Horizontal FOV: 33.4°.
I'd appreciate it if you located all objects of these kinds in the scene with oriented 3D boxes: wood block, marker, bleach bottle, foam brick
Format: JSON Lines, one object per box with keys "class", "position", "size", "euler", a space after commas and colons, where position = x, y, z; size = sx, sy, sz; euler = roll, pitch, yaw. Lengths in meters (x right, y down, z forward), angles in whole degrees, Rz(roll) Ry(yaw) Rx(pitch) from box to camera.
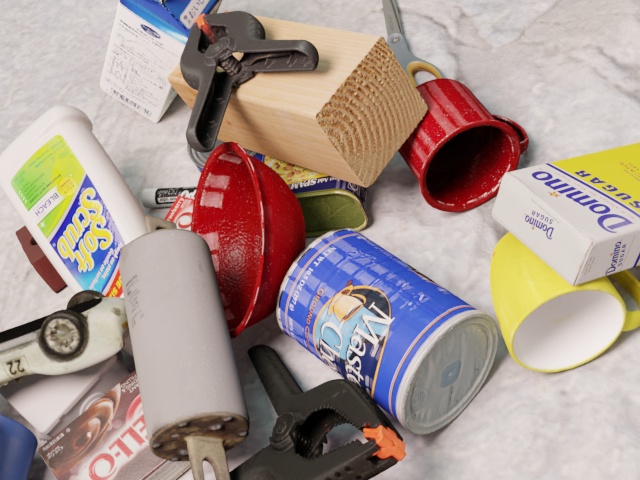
{"class": "wood block", "position": [-0.024, -0.125, 0.911], "size": [0.206, 0.090, 0.090], "euler": [21, 68, 46]}
{"class": "marker", "position": [-0.113, -0.043, 1.014], "size": [0.121, 0.020, 0.020], "euler": [-2, 56, 21]}
{"class": "bleach bottle", "position": [-0.182, 0.006, 0.934], "size": [0.102, 0.068, 0.251], "euler": [-41, 75, 8]}
{"class": "foam brick", "position": [-0.240, 0.000, 1.015], "size": [0.078, 0.051, 0.053], "euler": [-35, 50, -4]}

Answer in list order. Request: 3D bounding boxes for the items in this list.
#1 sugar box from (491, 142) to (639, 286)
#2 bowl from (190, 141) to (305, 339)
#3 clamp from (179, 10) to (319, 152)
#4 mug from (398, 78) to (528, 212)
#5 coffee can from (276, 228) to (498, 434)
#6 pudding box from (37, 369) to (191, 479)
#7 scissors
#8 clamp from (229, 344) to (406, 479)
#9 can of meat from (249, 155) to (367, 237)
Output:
{"class": "sugar box", "position": [0.224, -0.027, 0.792], "size": [0.175, 0.048, 0.093], "euler": [-12, 42, -33]}
{"class": "bowl", "position": [-0.056, 0.001, 0.875], "size": [0.055, 0.162, 0.162], "euler": [2, 45, -27]}
{"class": "clamp", "position": [-0.079, -0.136, 0.863], "size": [0.120, 0.039, 0.172], "euler": [-38, 33, -6]}
{"class": "mug", "position": [0.121, -0.087, 0.913], "size": [0.117, 0.093, 0.081], "euler": [-11, 43, -18]}
{"class": "coffee can", "position": [0.050, 0.067, 0.815], "size": [0.102, 0.102, 0.140], "euler": [-46, 52, -13]}
{"class": "pudding box", "position": [-0.159, 0.170, 0.867], "size": [0.113, 0.039, 0.090], "euler": [-41, 52, -9]}
{"class": "scissors", "position": [0.060, -0.179, 1.044], "size": [0.096, 0.016, 0.202], "euler": [-28, 50, 2]}
{"class": "clamp", "position": [-0.024, 0.155, 0.784], "size": [0.210, 0.036, 0.164], "euler": [-1, 56, 53]}
{"class": "can of meat", "position": [-0.007, -0.053, 0.955], "size": [0.102, 0.057, 0.084], "euler": [-6, 53, 18]}
